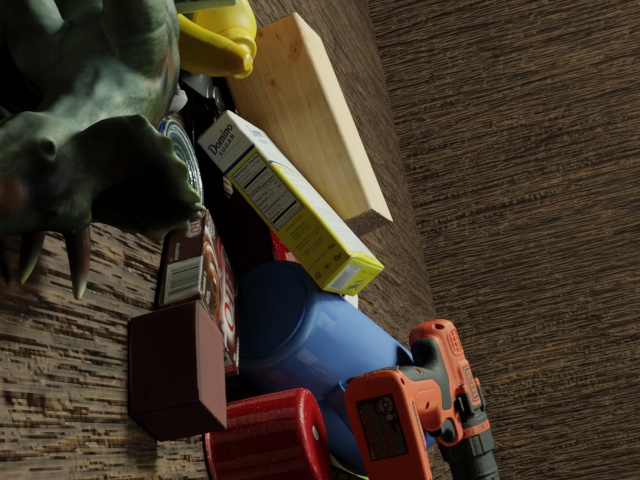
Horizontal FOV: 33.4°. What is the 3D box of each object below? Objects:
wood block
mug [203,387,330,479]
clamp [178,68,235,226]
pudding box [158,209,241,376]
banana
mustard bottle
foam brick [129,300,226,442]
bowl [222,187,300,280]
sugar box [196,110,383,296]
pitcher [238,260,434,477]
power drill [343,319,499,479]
[{"bbox_3d":[-0.015,-0.099,1.033,0.206,0.090,0.090,69,14,12],"label":"wood block"},{"bbox_3d":[-0.039,0.179,0.869,0.093,0.081,0.117,43,35,-71],"label":"mug"},{"bbox_3d":[-0.109,-0.115,1.002,0.210,0.036,0.164,-70,146,-66],"label":"clamp"},{"bbox_3d":[-0.095,0.044,0.866,0.113,0.039,0.090,-90,163,-52],"label":"pudding box"},{"bbox_3d":[-0.122,-0.188,0.875,0.037,0.070,0.198,28,26,-54],"label":"banana"},{"bbox_3d":[-0.102,-0.214,0.947,0.096,0.058,0.192,104,-33,-50],"label":"mustard bottle"},{"bbox_3d":[-0.099,0.092,0.745,0.051,0.053,0.078,61,20,-55],"label":"foam brick"},{"bbox_3d":[-0.057,0.001,1.073,0.162,0.055,0.162,-14,90,-79],"label":"bowl"},{"bbox_3d":[-0.026,-0.030,0.930,0.176,0.048,0.093,47,8,19],"label":"sugar box"},{"bbox_3d":[0.013,0.125,0.989,0.242,0.149,0.145,45,54,-46],"label":"pitcher"},{"bbox_3d":[0.097,0.168,0.938,0.187,0.057,0.184,-6,77,-64],"label":"power drill"}]
